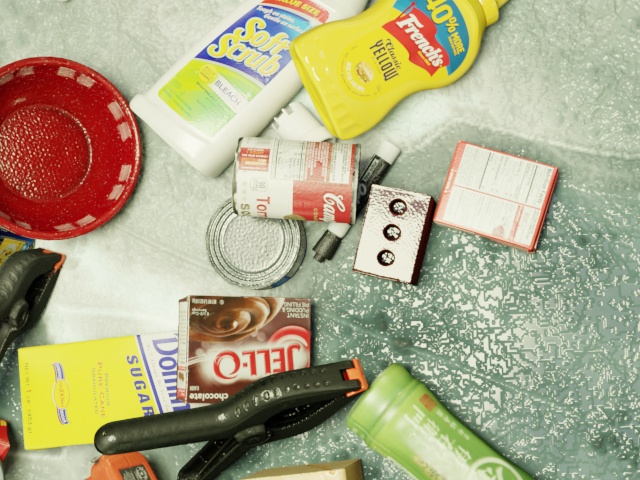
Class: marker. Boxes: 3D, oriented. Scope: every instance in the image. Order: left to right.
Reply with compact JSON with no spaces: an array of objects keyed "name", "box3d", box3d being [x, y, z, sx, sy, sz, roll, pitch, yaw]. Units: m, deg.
[{"name":"marker","box3d":[0.030,-0.033,0.931,0.020,0.020,0.121,33,92,13]}]

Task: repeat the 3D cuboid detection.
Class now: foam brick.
[{"name":"foam brick","box3d":[0.064,-0.004,0.905,0.053,0.051,0.078,12,87,12]}]

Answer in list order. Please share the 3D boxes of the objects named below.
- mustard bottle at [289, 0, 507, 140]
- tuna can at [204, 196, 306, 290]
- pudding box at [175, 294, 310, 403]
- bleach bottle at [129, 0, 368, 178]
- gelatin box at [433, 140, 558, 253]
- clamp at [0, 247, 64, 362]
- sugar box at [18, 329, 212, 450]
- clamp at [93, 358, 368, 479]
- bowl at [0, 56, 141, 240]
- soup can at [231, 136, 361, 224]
[{"name":"mustard bottle","box3d":[0.076,-0.169,0.903,0.191,0.058,0.096,-29,105,-6]},{"name":"tuna can","box3d":[-0.056,0.001,0.939,0.086,0.033,0.086,-1,84,12]},{"name":"pudding box","box3d":[-0.065,0.093,0.904,0.113,0.039,0.090,3,83,-20]},{"name":"bleach bottle","box3d":[-0.048,-0.177,0.941,0.102,0.068,0.251,43,92,10]},{"name":"gelatin box","box3d":[0.148,-0.037,0.901,0.089,0.030,0.073,17,87,13]},{"name":"clamp","box3d":[-0.280,0.073,0.937,0.039,0.171,0.120,24,126,10]},{"name":"sugar box","box3d":[-0.176,0.131,0.946,0.176,0.048,0.093,-8,82,12]},{"name":"clamp","box3d":[-0.060,0.152,0.872,0.210,0.164,0.036,-20,61,2]},{"name":"bowl","box3d":[-0.245,-0.080,0.956,0.161,0.055,0.162,0,90,-22]},{"name":"soup can","box3d":[-0.019,-0.051,0.889,0.102,0.068,0.068,4,85,3]}]
